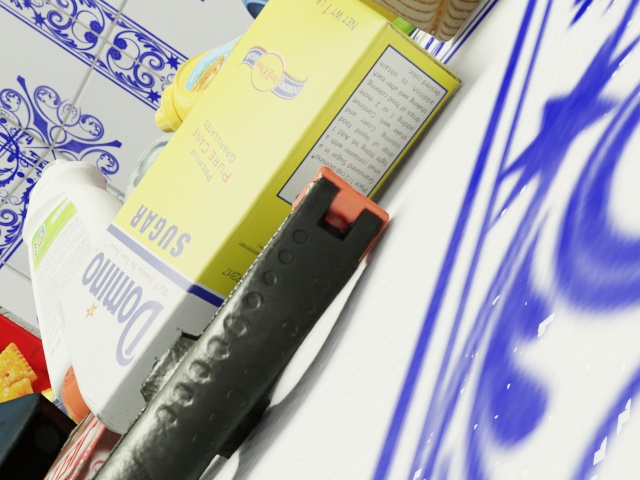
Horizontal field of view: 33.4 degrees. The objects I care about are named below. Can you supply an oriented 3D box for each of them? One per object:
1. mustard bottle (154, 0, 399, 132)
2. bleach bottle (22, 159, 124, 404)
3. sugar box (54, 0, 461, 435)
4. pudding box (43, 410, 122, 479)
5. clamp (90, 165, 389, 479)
[{"bbox_3d":[-0.041,-0.110,0.701,0.192,0.058,0.096,-19,29,38],"label":"mustard bottle"},{"bbox_3d":[-0.159,0.009,0.747,0.103,0.068,0.251,-49,37,13],"label":"bleach bottle"},{"bbox_3d":[-0.033,-0.015,0.411,0.176,0.048,0.093,-51,33,7],"label":"sugar box"},{"bbox_3d":[-0.102,0.110,0.486,0.114,0.039,0.090,-49,11,47],"label":"pudding box"},{"bbox_3d":[-0.040,0.054,0.325,0.171,0.039,0.120,-55,9,6],"label":"clamp"}]
